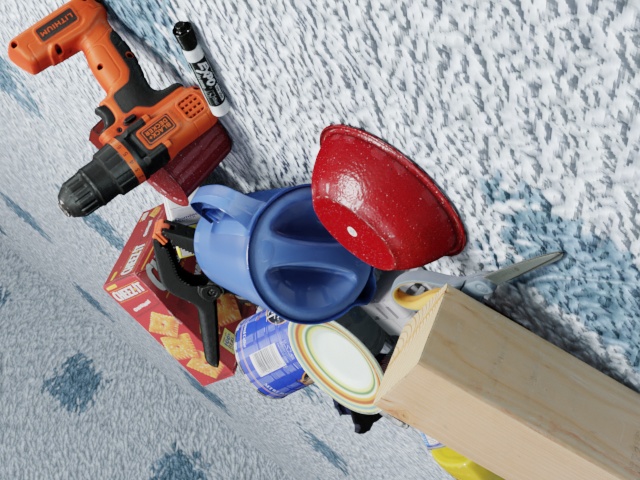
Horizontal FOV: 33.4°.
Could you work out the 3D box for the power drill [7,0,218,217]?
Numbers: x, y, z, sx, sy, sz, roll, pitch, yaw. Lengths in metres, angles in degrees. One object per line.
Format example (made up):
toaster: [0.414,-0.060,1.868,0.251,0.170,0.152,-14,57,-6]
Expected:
power drill: [-0.223,-0.136,1.054,0.187,0.184,0.057,50,164,5]

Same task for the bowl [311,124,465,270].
bowl: [0.046,-0.025,0.925,0.162,0.055,0.162,38,163,14]

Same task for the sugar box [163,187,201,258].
sugar box: [-0.166,-0.051,1.285,0.176,0.048,0.093,107,148,-70]

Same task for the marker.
marker: [-0.111,-0.160,0.995,0.020,0.020,0.121,32,161,30]

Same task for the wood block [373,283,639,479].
wood block: [0.163,0.137,0.900,0.206,0.090,0.091,30,143,-5]

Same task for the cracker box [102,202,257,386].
cracker box: [-0.185,0.072,1.500,0.072,0.164,0.213,-22,121,31]

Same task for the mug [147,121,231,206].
mug: [-0.156,-0.105,1.127,0.117,0.081,0.093,45,163,-13]

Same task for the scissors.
scissors: [0.143,0.048,0.891,0.202,0.016,0.096,-9,135,48]

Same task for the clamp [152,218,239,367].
clamp: [-0.130,0.059,1.257,0.209,0.165,0.036,41,-155,-25]

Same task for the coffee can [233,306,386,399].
coffee can: [-0.012,0.107,1.193,0.141,0.102,0.102,-29,113,33]

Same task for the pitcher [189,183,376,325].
pitcher: [-0.057,0.001,1.099,0.243,0.144,0.149,7,111,67]

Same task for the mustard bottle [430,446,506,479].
mustard bottle: [0.230,0.329,1.401,0.191,0.058,0.096,47,164,-20]
